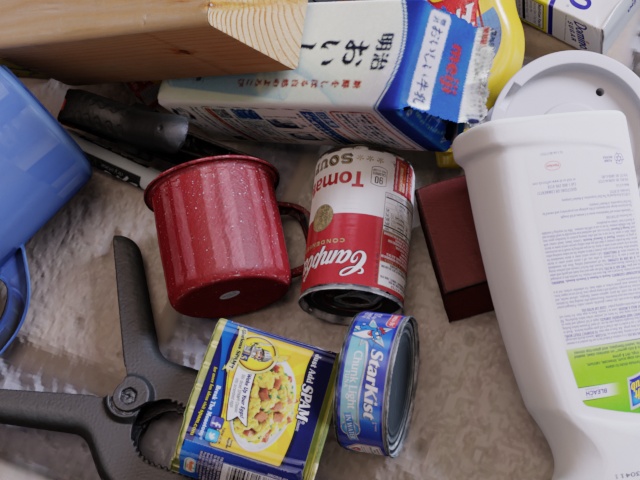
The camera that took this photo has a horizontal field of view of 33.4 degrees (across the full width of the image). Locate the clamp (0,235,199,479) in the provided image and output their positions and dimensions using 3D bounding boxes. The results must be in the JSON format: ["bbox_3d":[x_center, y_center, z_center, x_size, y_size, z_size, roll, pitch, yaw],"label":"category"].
[{"bbox_3d":[-0.119,0.097,0.700,0.210,0.036,0.164,31,69,19],"label":"clamp"}]

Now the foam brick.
[{"bbox_3d":[0.095,0.003,0.688,0.051,0.053,0.078,-16,63,5],"label":"foam brick"}]

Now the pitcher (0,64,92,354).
[{"bbox_3d":[-0.271,0.001,0.728,0.242,0.149,0.145,-43,52,-8],"label":"pitcher"}]

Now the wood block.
[{"bbox_3d":[-0.116,-0.159,0.695,0.206,0.090,0.090,3,81,35],"label":"wood block"}]

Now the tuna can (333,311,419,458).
[{"bbox_3d":[0.035,0.086,0.645,0.034,0.086,0.086,6,67,16],"label":"tuna can"}]

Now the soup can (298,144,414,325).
[{"bbox_3d":[0.025,-0.003,0.697,0.068,0.068,0.102,1,66,12],"label":"soup can"}]

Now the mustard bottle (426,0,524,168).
[{"bbox_3d":[0.092,-0.146,0.733,0.096,0.058,0.191,1,90,27],"label":"mustard bottle"}]

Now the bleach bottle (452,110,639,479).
[{"bbox_3d":[0.146,0.055,0.616,0.102,0.068,0.251,-6,85,-16],"label":"bleach bottle"}]

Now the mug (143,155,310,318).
[{"bbox_3d":[-0.055,0.001,0.710,0.117,0.093,0.081,0,65,-28],"label":"mug"}]

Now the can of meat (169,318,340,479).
[{"bbox_3d":[-0.036,0.104,0.648,0.084,0.057,0.102,17,55,1],"label":"can of meat"}]

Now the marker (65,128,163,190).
[{"bbox_3d":[-0.142,-0.053,0.783,0.121,0.020,0.020,25,73,21],"label":"marker"}]

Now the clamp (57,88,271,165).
[{"bbox_3d":[-0.124,-0.077,0.740,0.172,0.120,0.039,18,81,23],"label":"clamp"}]
